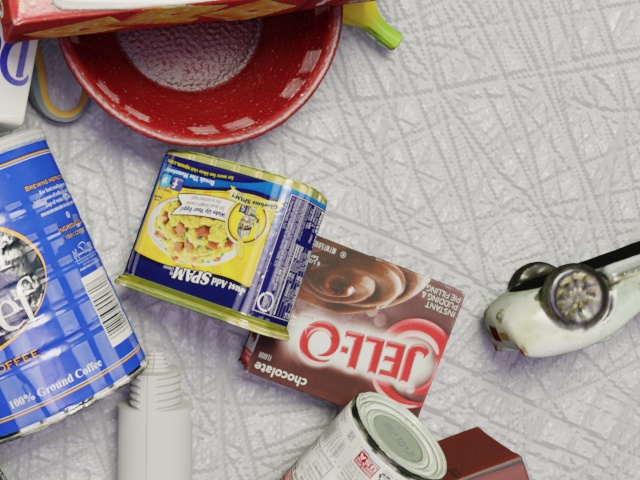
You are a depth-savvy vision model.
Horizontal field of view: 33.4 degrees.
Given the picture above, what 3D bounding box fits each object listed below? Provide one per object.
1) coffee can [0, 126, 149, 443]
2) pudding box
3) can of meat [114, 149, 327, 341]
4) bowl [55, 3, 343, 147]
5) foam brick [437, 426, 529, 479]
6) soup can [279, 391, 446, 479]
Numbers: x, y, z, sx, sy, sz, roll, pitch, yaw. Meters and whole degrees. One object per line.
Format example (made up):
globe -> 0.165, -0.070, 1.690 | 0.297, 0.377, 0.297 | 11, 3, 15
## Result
coffee can -> -0.167, 0.024, 0.569 | 0.102, 0.103, 0.140 | -25, 97, -10
pudding box -> 0.019, 0.053, 0.640 | 0.113, 0.039, 0.090 | 21, 89, -11
can of meat -> -0.054, 0.001, 0.598 | 0.102, 0.057, 0.084 | 16, 86, 26
bowl -> -0.071, -0.132, 0.604 | 0.162, 0.055, 0.162 | 0, 92, -14
foam brick -> 0.091, 0.152, 0.640 | 0.053, 0.078, 0.051 | -18, 96, -8
soup can -> 0.015, 0.144, 0.611 | 0.068, 0.068, 0.102 | 36, 109, -11
